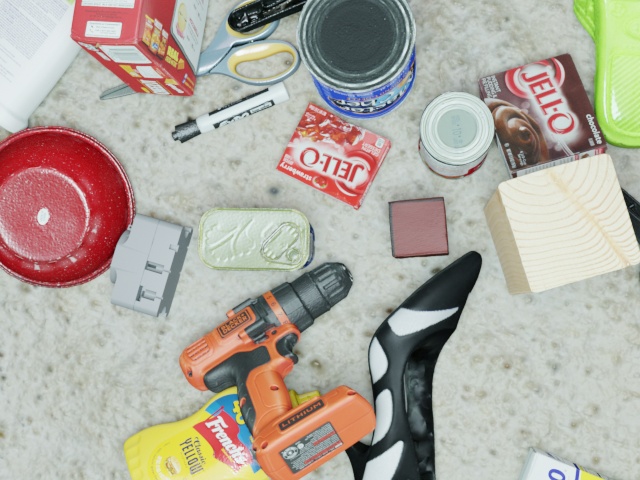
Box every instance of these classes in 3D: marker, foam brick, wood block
[{"bbox_3d":[-0.089,-0.124,1.043,0.121,0.020,0.020,-22,85,4],"label":"marker"},{"bbox_3d":[0.091,-0.010,0.990,0.053,0.078,0.051,-5,87,7],"label":"foam brick"},{"bbox_3d":[0.200,-0.008,0.914,0.090,0.206,0.091,-16,85,4],"label":"wood block"}]

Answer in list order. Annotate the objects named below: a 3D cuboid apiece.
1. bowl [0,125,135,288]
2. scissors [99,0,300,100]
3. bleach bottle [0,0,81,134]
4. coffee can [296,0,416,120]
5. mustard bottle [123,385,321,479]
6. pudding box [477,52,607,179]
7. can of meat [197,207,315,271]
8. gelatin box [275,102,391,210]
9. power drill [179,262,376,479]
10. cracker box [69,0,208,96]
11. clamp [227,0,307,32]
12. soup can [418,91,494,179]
[{"bbox_3d":[-0.261,-0.028,1.020,0.162,0.055,0.162,0,99,-1],"label":"bowl"},{"bbox_3d":[-0.120,-0.189,1.052,0.202,0.016,0.096,-1,85,6],"label":"scissors"},{"bbox_3d":[-0.255,-0.230,1.045,0.102,0.068,0.251,41,89,5],"label":"bleach bottle"},{"bbox_3d":[0.036,-0.171,0.972,0.103,0.140,0.103,0,87,6],"label":"coffee can"},{"bbox_3d":[-0.083,0.191,1.005,0.191,0.058,0.096,-27,67,3],"label":"mustard bottle"},{"bbox_3d":[0.203,-0.111,0.984,0.090,0.039,0.113,-16,62,5],"label":"pudding box"},{"bbox_3d":[-0.056,0.001,1.000,0.102,0.084,0.057,1,87,6],"label":"can of meat"},{"bbox_3d":[0.013,-0.080,1.025,0.089,0.030,0.073,27,90,7],"label":"gelatin box"},{"bbox_3d":[-0.023,0.113,0.957,0.184,0.188,0.057,-34,128,-3],"label":"power drill"},{"bbox_3d":[-0.155,-0.257,0.976,0.072,0.164,0.214,6,83,12],"label":"cracker box"},{"bbox_3d":[-0.001,-0.245,0.990,0.171,0.120,0.039,-14,74,-12],"label":"clamp"},{"bbox_3d":[0.123,-0.095,0.978,0.068,0.102,0.068,0,87,6],"label":"soup can"}]
